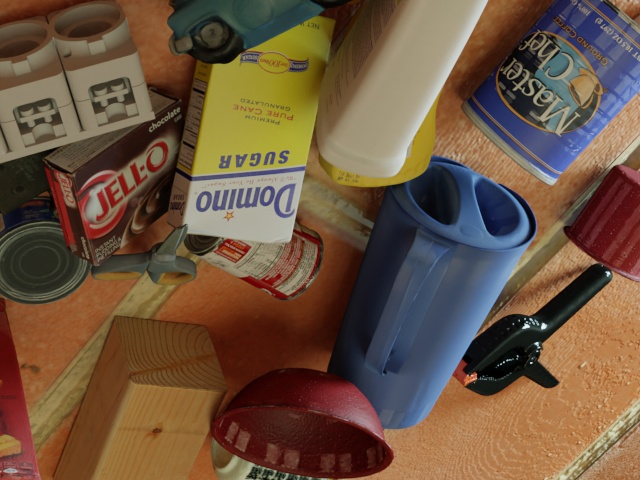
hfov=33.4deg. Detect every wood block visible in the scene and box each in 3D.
[{"bbox_3d":[-0.169,0.180,0.974,0.090,0.090,0.206,10,122,-29],"label":"wood block"}]

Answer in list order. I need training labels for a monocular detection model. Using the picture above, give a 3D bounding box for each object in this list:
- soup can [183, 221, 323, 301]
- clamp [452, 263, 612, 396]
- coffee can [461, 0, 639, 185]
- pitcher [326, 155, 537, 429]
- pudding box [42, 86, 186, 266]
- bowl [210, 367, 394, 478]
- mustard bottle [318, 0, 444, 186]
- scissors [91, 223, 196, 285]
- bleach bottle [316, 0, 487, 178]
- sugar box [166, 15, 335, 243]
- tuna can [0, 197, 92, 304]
[{"bbox_3d":[-0.056,0.001,0.896,0.102,0.068,0.068,30,110,-37],"label":"soup can"},{"bbox_3d":[0.206,0.116,1.093,0.209,0.036,0.165,-20,136,-35],"label":"clamp"},{"bbox_3d":[0.201,-0.131,0.882,0.102,0.103,0.140,28,111,-37],"label":"coffee can"},{"bbox_3d":[0.084,0.059,0.958,0.149,0.145,0.243,1,128,-26],"label":"pitcher"},{"bbox_3d":[-0.148,-0.049,0.800,0.113,0.039,0.090,-44,147,-34],"label":"pudding box"},{"bbox_3d":[-0.013,0.156,0.939,0.162,0.055,0.162,7,149,4],"label":"bowl"},{"bbox_3d":[0.059,-0.136,0.844,0.096,0.058,0.192,-7,129,-25],"label":"mustard bottle"},{"bbox_3d":[-0.141,0.012,0.829,0.096,0.016,0.202,-1,168,-1],"label":"scissors"},{"bbox_3d":[0.070,-0.153,0.687,0.068,0.102,0.251,13,143,-16],"label":"bleach bottle"},{"bbox_3d":[-0.053,-0.088,0.802,0.093,0.048,0.176,6,99,-27],"label":"sugar box"},{"bbox_3d":[-0.226,0.010,0.851,0.086,0.034,0.086,-12,130,-15],"label":"tuna can"}]
